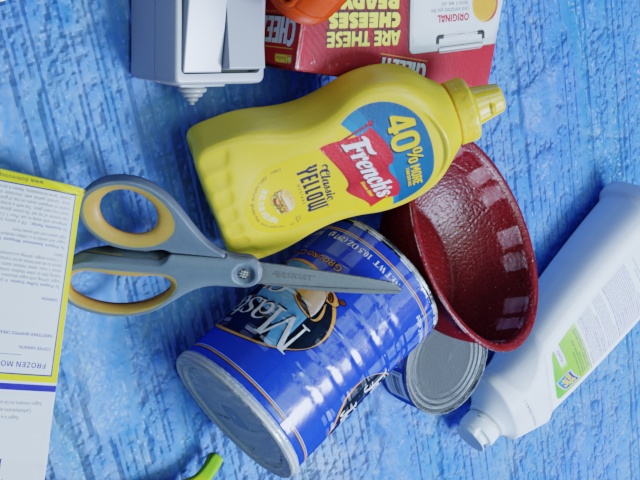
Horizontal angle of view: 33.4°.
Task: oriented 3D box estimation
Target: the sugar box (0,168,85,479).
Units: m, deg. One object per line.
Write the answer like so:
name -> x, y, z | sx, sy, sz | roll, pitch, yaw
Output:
sugar box -> -0.185, 0.049, 0.564 | 0.093, 0.048, 0.176 | 12, 86, -39

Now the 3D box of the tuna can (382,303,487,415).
tuna can -> 0.086, 0.087, 0.814 | 0.085, 0.034, 0.086 | -11, 108, -36

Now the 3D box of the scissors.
scissors -> -0.054, 0.001, 0.623 | 0.201, 0.016, 0.096 | -7, 115, -3

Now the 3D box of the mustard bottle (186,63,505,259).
mustard bottle -> 0.021, -0.057, 0.655 | 0.191, 0.058, 0.096 | -20, 130, -3

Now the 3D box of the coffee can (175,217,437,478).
coffee can -> -0.008, 0.067, 0.689 | 0.140, 0.103, 0.102 | -43, 124, -22

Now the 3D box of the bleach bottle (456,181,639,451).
bleach bottle -> 0.200, 0.069, 0.883 | 0.250, 0.068, 0.102 | -44, 125, -18

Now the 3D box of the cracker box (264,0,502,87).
cracker box -> 0.044, -0.208, 0.679 | 0.163, 0.072, 0.214 | 1, 102, -37

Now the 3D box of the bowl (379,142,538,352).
bowl -> 0.090, 0.006, 0.757 | 0.161, 0.055, 0.162 | 28, 52, -42
